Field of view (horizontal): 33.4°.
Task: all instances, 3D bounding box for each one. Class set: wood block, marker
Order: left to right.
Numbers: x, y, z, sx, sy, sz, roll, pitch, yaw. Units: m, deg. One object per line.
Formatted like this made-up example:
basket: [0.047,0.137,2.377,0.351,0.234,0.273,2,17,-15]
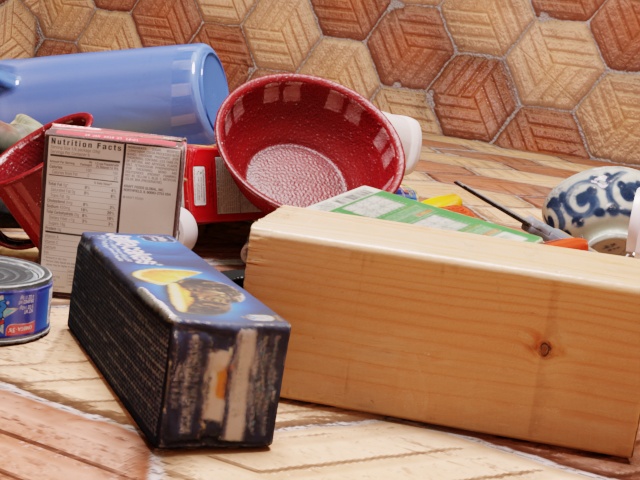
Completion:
marker: [-0.056,0.001,0.936,0.020,0.020,0.121,7,10,-1]
wood block: [0.066,0.044,0.575,0.206,0.091,0.090,9,11,8]

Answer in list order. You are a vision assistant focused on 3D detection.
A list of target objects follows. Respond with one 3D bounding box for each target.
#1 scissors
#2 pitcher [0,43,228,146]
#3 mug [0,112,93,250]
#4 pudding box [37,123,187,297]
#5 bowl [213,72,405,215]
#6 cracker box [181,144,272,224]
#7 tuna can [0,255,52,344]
scissors: [0.209,-0.001,0.962,0.201,0.016,0.096,21,17,-41]
pitcher: [-0.224,-0.141,1.166,0.243,0.145,0.149,-5,15,13]
mug: [-0.198,-0.030,0.789,0.117,0.081,0.093,-26,27,8]
pudding box: [-0.139,-0.017,0.706,0.090,0.113,0.039,6,13,-5]
bowl: [-0.014,-0.065,0.889,0.162,0.055,0.162,9,50,-12]
cracker box: [-0.102,-0.054,0.993,0.164,0.072,0.213,2,5,39]
tuna can: [-0.198,0.032,0.615,0.086,0.034,0.086,7,10,-1]
